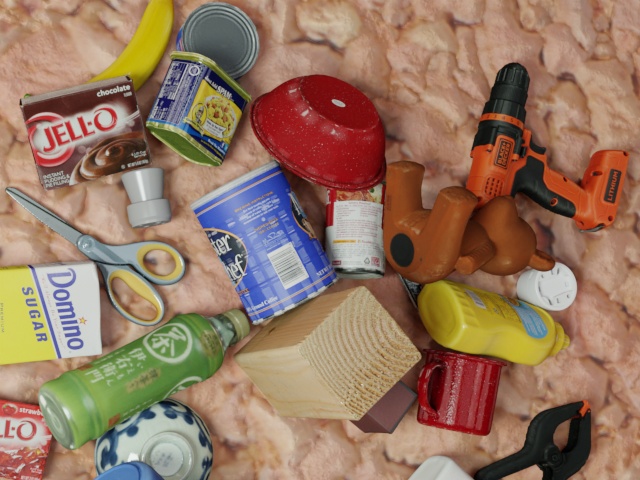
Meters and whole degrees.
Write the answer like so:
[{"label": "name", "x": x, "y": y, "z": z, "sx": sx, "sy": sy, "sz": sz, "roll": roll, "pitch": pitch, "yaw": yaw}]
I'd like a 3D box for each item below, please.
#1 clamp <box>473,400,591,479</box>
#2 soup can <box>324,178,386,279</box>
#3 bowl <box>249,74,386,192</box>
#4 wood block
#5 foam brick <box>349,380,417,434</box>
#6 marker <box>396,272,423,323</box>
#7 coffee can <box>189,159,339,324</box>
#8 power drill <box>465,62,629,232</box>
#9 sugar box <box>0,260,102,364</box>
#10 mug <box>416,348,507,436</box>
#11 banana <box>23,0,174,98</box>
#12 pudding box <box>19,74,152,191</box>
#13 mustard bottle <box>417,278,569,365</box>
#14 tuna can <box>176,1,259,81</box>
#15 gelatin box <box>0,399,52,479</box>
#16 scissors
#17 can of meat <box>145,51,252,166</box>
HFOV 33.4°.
[{"label": "clamp", "x": 0.262, "y": 0.259, "z": 1.216, "sx": 0.171, "sy": 0.039, "sz": 0.120, "roll": -41, "pitch": 99, "yaw": -21}, {"label": "soup can", "x": 0.038, "y": -0.012, "z": 1.156, "sx": 0.068, "sy": 0.069, "sz": 0.102, "roll": 6, "pitch": 81, "yaw": -20}, {"label": "bowl", "x": 0.009, "y": -0.125, "z": 1.121, "sx": 0.162, "sy": 0.055, "sz": 0.162, "roll": 19, "pitch": 38, "yaw": -15}, {"label": "wood block", "x": 0.000, "y": 0.114, "z": 1.049, "sx": 0.090, "sy": 0.206, "sz": 0.090, "roll": -42, "pitch": 98, "yaw": -21}, {"label": "foam brick", "x": 0.057, "y": 0.169, "z": 1.132, "sx": 0.051, "sy": 0.078, "sz": 0.053, "roll": 40, "pitch": 70, "yaw": -9}, {"label": "marker", "x": 0.096, "y": 0.037, "z": 1.196, "sx": 0.020, "sy": 0.020, "sz": 0.121, "roll": -29, "pitch": 93, "yaw": -22}, {"label": "coffee can", "x": -0.057, "y": 0.001, "z": 1.100, "sx": 0.102, "sy": 0.103, "sz": 0.140, "roll": -29, "pitch": 93, "yaw": -22}, {"label": "power drill", "x": 0.268, "y": -0.100, "z": 1.261, "sx": 0.187, "sy": 0.057, "sz": 0.184, "roll": 19, "pitch": 80, "yaw": -14}, {"label": "sugar box", "x": -0.301, "y": 0.071, "z": 1.024, "sx": 0.176, "sy": 0.048, "sz": 0.093, "roll": -5, "pitch": 95, "yaw": -18}, {"label": "mug", "x": 0.143, "y": 0.163, "z": 1.153, "sx": 0.117, "sy": 0.093, "sz": 0.081, "roll": 19, "pitch": 79, "yaw": -49}, {"label": "banana", "x": -0.210, "y": -0.182, "z": 1.104, "sx": 0.197, "sy": 0.037, "sz": 0.069, "roll": -43, "pitch": 99, "yaw": -20}, {"label": "pudding box", "x": -0.233, "y": -0.108, "z": 1.059, "sx": 0.113, "sy": 0.039, "sz": 0.090, "roll": -16, "pitch": 115, "yaw": -13}, {"label": "mustard bottle", "x": 0.204, "y": 0.096, "z": 1.187, "sx": 0.191, "sy": 0.096, "sz": 0.058, "roll": 15, "pitch": 115, "yaw": -31}, {"label": "tuna can", "x": -0.111, "y": -0.210, "z": 1.147, "sx": 0.086, "sy": 0.034, "sz": 0.086, "roll": 3, "pitch": 81, "yaw": -20}, {"label": "gelatin box", "x": -0.304, "y": 0.190, "z": 1.020, "sx": 0.089, "sy": 0.030, "sz": 0.073, "roll": 14, "pitch": 77, "yaw": -18}, {"label": "scissors", "x": -0.218, "y": -0.002, "z": 1.086, "sx": 0.096, "sy": 0.016, "sz": 0.201, "roll": -41, "pitch": 98, "yaw": -18}, {"label": "can of meat", "x": -0.126, "y": -0.133, "z": 1.100, "sx": 0.102, "sy": 0.058, "sz": 0.084, "roll": 38, "pitch": 69, "yaw": -55}]
